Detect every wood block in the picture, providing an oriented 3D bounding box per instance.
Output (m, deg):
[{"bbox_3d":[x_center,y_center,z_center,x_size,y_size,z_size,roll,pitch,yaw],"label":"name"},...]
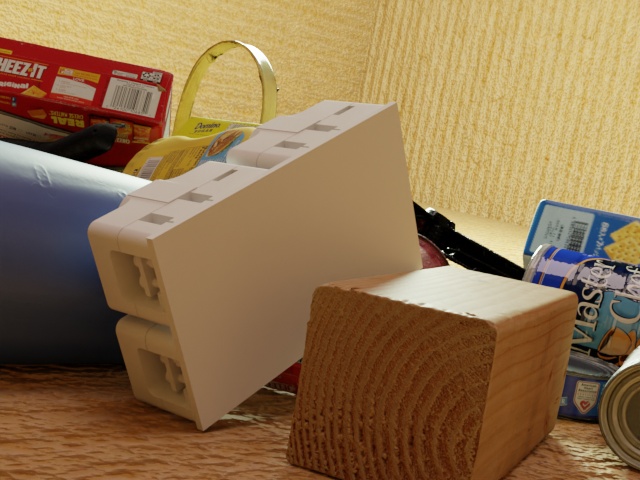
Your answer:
[{"bbox_3d":[0.070,0.068,0.574,0.091,0.090,0.205,12,6,23],"label":"wood block"}]

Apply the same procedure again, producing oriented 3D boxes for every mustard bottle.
[{"bbox_3d":[-0.078,-0.041,0.815,0.192,0.096,0.058,-3,-37,44],"label":"mustard bottle"}]

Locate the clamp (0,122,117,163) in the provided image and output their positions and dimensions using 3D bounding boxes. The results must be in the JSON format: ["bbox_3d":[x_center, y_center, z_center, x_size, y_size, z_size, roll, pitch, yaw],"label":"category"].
[{"bbox_3d":[-0.225,-0.057,0.918,0.172,0.039,0.120,-2,-31,21],"label":"clamp"}]

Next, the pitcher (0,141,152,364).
[{"bbox_3d":[-0.188,-0.003,0.568,0.242,0.149,0.145,10,-7,-42],"label":"pitcher"}]

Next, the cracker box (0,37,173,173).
[{"bbox_3d":[-0.224,-0.079,0.985,0.164,0.072,0.214,11,-35,-4],"label":"cracker box"}]

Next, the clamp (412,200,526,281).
[{"bbox_3d":[0.109,-0.001,0.948,0.164,0.036,0.210,33,2,0],"label":"clamp"}]
